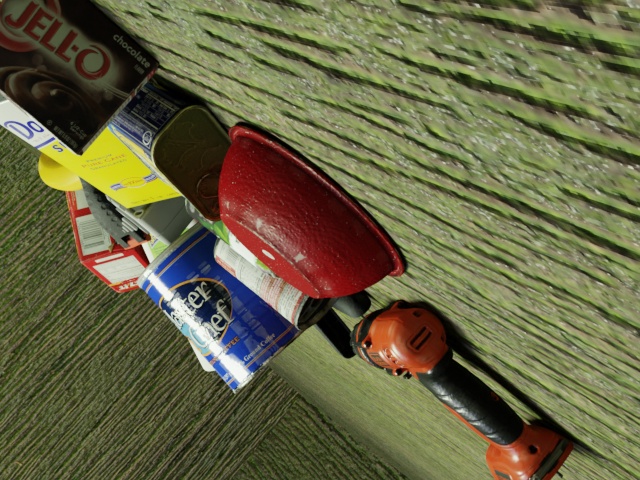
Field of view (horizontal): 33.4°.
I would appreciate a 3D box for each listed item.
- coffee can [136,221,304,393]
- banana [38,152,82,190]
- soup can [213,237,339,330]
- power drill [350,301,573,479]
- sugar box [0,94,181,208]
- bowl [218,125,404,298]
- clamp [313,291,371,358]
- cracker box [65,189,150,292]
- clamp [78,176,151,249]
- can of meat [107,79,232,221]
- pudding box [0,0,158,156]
[{"bbox_3d":[-0.089,0.058,1.008,0.140,0.102,0.103,48,171,3],"label":"coffee can"},{"bbox_3d":[-0.259,-0.090,1.144,0.198,0.037,0.069,-6,97,49],"label":"banana"},{"bbox_3d":[-0.035,0.021,0.931,0.102,0.068,0.068,37,171,20],"label":"soup can"},{"bbox_3d":[0.108,0.128,0.890,0.187,0.057,0.184,41,171,-4],"label":"power drill"},{"bbox_3d":[-0.183,-0.089,0.883,0.093,0.048,0.176,-12,151,33],"label":"sugar box"},{"bbox_3d":[-0.019,-0.008,0.760,0.162,0.055,0.162,38,169,8],"label":"bowl"},{"bbox_3d":[-0.032,0.034,1.057,0.210,0.036,0.164,38,161,19],"label":"clamp"},{"bbox_3d":[-0.254,-0.037,1.309,0.214,0.072,0.164,85,171,-78],"label":"cracker box"},{"bbox_3d":[-0.216,-0.069,1.021,0.171,0.039,0.120,66,-155,-6],"label":"clamp"},{"bbox_3d":[-0.109,-0.072,0.826,0.084,0.057,0.102,34,169,43],"label":"can of meat"},{"bbox_3d":[-0.188,-0.129,0.769,0.113,0.090,0.039,41,173,-10],"label":"pudding box"}]
